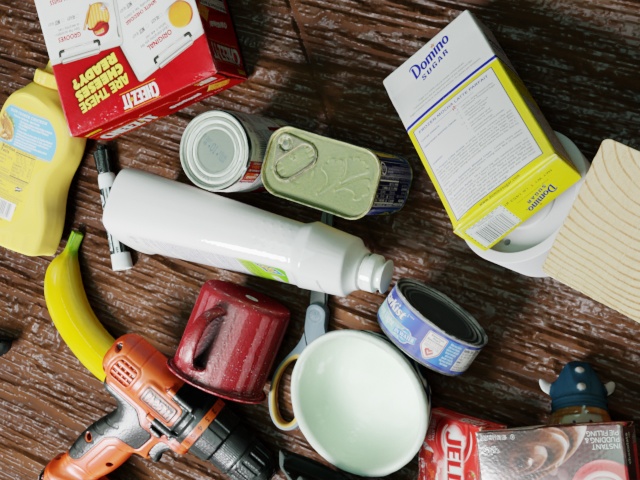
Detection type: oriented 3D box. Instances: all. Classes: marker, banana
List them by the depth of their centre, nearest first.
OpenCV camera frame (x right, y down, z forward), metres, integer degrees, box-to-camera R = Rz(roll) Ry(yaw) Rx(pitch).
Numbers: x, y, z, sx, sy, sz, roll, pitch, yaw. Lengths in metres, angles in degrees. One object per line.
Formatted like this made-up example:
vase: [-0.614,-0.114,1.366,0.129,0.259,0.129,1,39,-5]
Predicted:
banana: [-0.211,0.086,1.016,0.070,0.037,0.198,-41,75,20]
marker: [-0.199,-0.032,1.017,0.020,0.020,0.121,-13,86,25]

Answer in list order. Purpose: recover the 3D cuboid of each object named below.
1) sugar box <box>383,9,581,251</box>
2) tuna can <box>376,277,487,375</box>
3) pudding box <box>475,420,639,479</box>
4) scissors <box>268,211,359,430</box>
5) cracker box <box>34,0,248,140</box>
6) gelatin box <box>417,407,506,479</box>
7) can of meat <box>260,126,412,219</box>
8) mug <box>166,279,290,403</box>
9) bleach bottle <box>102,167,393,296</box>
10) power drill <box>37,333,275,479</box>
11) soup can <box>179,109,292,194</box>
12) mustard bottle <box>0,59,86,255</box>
sugar box: [0.118,-0.087,0.810,0.093,0.048,0.176,-39,43,21]
tuna can: [0.088,0.068,0.846,0.086,0.086,0.034,39,108,19]
pudding box: [0.174,0.178,0.771,0.114,0.039,0.090,-10,82,32]
scissors: [0.012,0.078,0.921,0.096,0.016,0.202,24,101,21]
cracker box: [-0.174,-0.219,0.972,0.164,0.072,0.214,-19,84,24]
gelatin box: [0.111,0.184,0.851,0.073,0.030,0.089,6,94,56]
can of meat: [0.016,-0.055,0.878,0.102,0.083,0.057,18,99,24]
mug: [-0.082,0.084,0.913,0.093,0.117,0.081,24,96,27]
bleach bottle: [-0.056,0.001,0.907,0.251,0.102,0.068,15,81,23]
power drill: [-0.155,0.199,0.971,0.184,0.057,0.188,42,111,1]
soup can: [-0.065,-0.074,0.906,0.069,0.102,0.068,1,92,25]
mustard bottle: [-0.273,-0.088,1.030,0.096,0.058,0.192,24,101,29]
